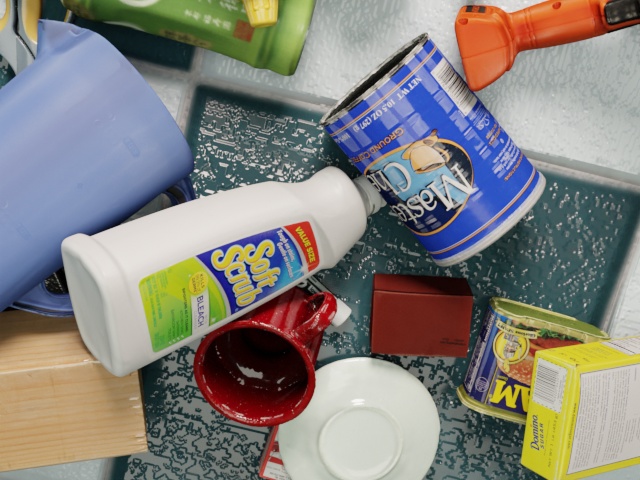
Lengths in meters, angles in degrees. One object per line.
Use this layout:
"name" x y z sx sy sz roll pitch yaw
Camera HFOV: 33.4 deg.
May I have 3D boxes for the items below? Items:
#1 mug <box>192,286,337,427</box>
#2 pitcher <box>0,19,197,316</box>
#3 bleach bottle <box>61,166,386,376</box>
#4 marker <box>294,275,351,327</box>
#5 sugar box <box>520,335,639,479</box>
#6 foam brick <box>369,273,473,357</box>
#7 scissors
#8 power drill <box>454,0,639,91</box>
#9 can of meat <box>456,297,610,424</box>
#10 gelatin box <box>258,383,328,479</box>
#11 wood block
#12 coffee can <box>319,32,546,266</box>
"mug" -0.034 0.076 0.819 0.117 0.081 0.093 -38 104 24
"pitcher" -0.210 -0.020 0.743 0.242 0.145 0.149 -42 68 -14
"bleach bottle" -0.055 0.001 0.767 0.250 0.068 0.102 -26 131 -29
"marker" -0.025 0.022 0.850 0.121 0.020 0.020 43 100 -9
"sugar box" 0.236 0.123 0.818 0.175 0.048 0.093 -4 106 -35
"foam brick" 0.078 0.059 0.842 0.078 0.051 0.053 4 104 -1
"scissors" -0.239 -0.124 0.817 0.096 0.016 0.202 14 102 -5
"power drill" 0.189 -0.152 0.734 0.188 0.184 0.057 -11 103 12
"can of meat" 0.170 0.099 0.849 0.102 0.057 0.084 16 100 -4
"gelatin box" -0.004 0.161 0.877 0.073 0.030 0.089 17 102 -5
"wood block" -0.237 0.111 0.791 0.206 0.090 0.091 -6 116 -9
"coffee can" 0.082 -0.066 0.786 0.103 0.103 0.140 -39 100 8
